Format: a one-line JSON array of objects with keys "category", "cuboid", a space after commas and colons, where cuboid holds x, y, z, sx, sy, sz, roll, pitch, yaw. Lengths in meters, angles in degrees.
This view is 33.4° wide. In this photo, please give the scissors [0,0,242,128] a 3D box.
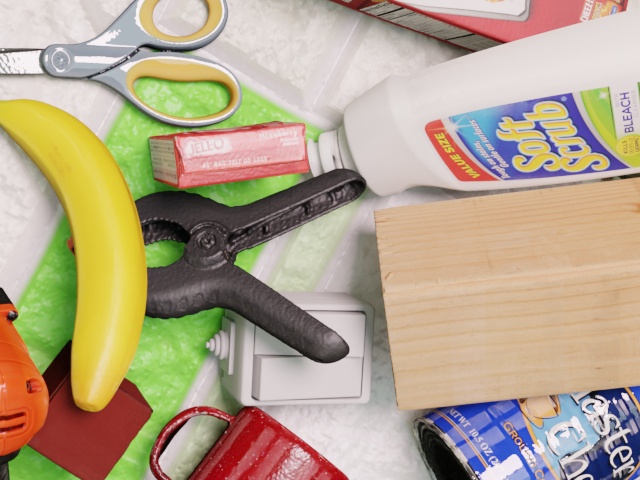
[{"category": "scissors", "cuboid": [-0.137, -0.120, 0.610, 0.201, 0.016, 0.096, 14, 89, -18]}]

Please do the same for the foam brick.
[{"category": "foam brick", "cuboid": [-0.133, 0.095, 0.598, 0.051, 0.078, 0.053, 39, 83, -15]}]

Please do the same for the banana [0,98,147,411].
[{"category": "banana", "cuboid": [-0.132, -0.006, 0.578, 0.069, 0.037, 0.198, -25, 69, -8]}]

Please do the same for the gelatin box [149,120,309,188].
[{"category": "gelatin box", "cuboid": [-0.054, -0.050, 0.603, 0.073, 0.089, 0.030, -8, 97, -16]}]

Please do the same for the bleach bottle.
[{"category": "bleach bottle", "cuboid": [0.118, -0.069, 0.627, 0.251, 0.068, 0.102, -12, 135, 14]}]

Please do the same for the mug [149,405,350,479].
[{"category": "mug", "cuboid": [-0.045, 0.144, 0.628, 0.117, 0.093, 0.081, 37, 79, 1]}]

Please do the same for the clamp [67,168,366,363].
[{"category": "clamp", "cuboid": [-0.054, 0.001, 0.608, 0.171, 0.039, 0.120, 12, 55, 10]}]

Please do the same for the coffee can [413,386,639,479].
[{"category": "coffee can", "cuboid": [0.144, 0.122, 0.672, 0.140, 0.103, 0.103, -28, 103, -13]}]

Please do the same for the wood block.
[{"category": "wood block", "cuboid": [0.139, 0.028, 0.622, 0.206, 0.091, 0.090, -7, 124, 4]}]

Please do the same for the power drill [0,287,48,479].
[{"category": "power drill", "cuboid": [-0.191, 0.104, 0.554, 0.057, 0.185, 0.188, -7, 117, -29]}]
